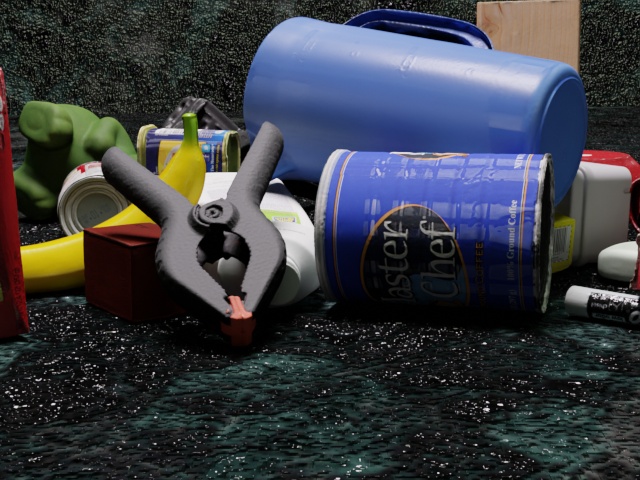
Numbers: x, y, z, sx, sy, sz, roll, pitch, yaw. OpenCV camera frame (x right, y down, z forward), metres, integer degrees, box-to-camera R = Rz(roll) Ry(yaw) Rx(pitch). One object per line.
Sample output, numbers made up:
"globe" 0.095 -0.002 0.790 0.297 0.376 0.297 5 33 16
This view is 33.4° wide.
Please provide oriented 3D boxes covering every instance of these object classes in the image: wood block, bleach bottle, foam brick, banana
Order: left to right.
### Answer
"banana" -0.154 -0.010 0.774 0.197 0.069 0.037 -37 7 -9
"foam brick" -0.119 0.020 0.714 0.052 0.051 0.078 -7 12 -34
"bleach bottle" -0.055 0.001 0.784 0.102 0.068 0.251 -2 13 -9
"wood block" 0.189 -0.114 0.982 0.091 0.206 0.090 0 10 9

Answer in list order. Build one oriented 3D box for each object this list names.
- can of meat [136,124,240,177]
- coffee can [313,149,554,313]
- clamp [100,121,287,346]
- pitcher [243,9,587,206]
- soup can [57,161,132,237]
"can of meat" -0.120 -0.054 0.981 0.084 0.102 0.057 3 11 9
"coffee can" 0.077 -0.007 0.695 0.140 0.103 0.102 2 11 17
"clamp" -0.076 -0.009 0.661 0.120 0.039 0.171 -8 46 0
"pitcher" 0.076 -0.102 0.817 0.243 0.149 0.144 13 12 33
"soup can" -0.201 -0.032 0.960 0.068 0.068 0.102 -3 11 -11
